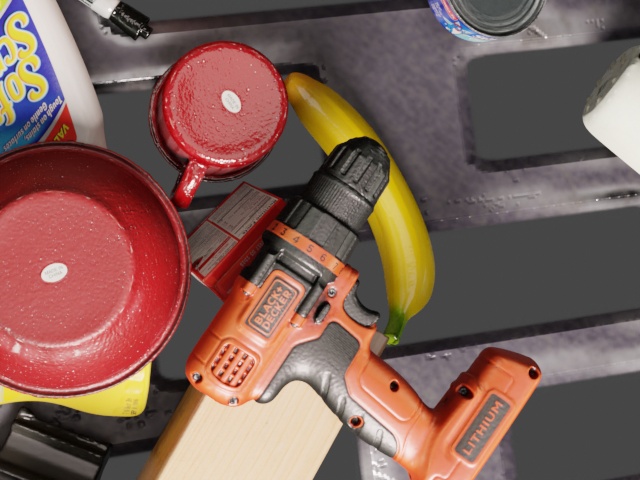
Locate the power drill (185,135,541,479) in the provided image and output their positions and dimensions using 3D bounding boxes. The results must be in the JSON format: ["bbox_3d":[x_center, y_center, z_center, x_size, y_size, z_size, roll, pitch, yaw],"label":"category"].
[{"bbox_3d":[0.038,0.054,0.652,0.187,0.057,0.184,35,88,-5],"label":"power drill"}]

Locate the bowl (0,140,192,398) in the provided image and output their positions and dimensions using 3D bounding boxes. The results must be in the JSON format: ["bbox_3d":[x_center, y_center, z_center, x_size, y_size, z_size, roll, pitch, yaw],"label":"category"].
[{"bbox_3d":[-0.158,0.017,0.642,0.162,0.055,0.162,0,88,-9],"label":"bowl"}]

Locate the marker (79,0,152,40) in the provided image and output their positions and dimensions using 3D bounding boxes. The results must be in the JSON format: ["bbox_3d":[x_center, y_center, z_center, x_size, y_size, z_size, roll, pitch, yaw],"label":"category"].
[{"bbox_3d":[-0.166,-0.175,0.723,0.121,0.020,0.020,34,84,-9],"label":"marker"}]

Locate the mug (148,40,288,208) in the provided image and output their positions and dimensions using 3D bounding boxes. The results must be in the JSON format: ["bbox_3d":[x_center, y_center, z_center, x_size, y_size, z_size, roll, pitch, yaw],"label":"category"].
[{"bbox_3d":[-0.072,-0.076,0.709,0.093,0.081,0.117,27,85,-10],"label":"mug"}]

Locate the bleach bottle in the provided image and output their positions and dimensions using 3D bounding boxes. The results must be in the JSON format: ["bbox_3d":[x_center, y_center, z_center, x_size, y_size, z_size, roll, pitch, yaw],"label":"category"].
[{"bbox_3d":[-0.188,-0.097,0.692,0.102,0.068,0.251,-30,102,-1],"label":"bleach bottle"}]

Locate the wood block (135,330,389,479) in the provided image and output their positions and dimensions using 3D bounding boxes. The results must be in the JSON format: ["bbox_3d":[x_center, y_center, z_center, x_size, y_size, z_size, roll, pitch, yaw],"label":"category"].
[{"bbox_3d":[-0.050,0.129,0.711,0.090,0.090,0.206,30,85,-10],"label":"wood block"}]

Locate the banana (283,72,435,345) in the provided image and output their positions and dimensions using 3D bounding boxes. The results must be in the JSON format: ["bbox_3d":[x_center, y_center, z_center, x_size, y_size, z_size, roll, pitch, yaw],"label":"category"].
[{"bbox_3d":[0.036,-0.030,0.742,0.037,0.069,0.198,-24,89,35],"label":"banana"}]

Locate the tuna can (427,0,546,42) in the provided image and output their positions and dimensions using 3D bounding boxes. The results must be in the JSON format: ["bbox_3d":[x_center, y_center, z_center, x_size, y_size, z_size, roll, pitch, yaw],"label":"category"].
[{"bbox_3d":[0.118,-0.185,0.762,0.086,0.034,0.086,-1,93,-21],"label":"tuna can"}]

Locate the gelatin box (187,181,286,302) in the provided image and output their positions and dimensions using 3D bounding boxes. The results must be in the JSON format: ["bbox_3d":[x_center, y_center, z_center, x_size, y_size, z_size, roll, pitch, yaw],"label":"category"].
[{"bbox_3d":[-0.055,0.001,0.708,0.073,0.089,0.030,-46,113,-7],"label":"gelatin box"}]
